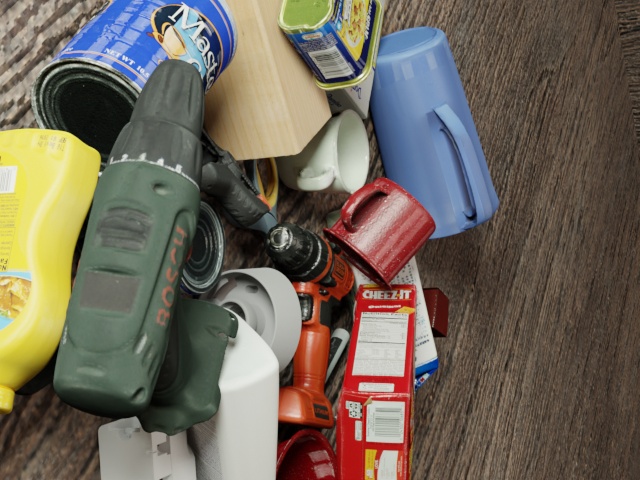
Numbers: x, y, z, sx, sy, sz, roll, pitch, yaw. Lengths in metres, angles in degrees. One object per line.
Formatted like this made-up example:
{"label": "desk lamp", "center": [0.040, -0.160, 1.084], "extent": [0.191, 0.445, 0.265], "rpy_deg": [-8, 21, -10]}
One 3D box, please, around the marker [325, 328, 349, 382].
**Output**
{"label": "marker", "center": [0.004, 0.139, 1.150], "extent": [0.121, 0.020, 0.020], "rpy_deg": [-58, 138, -49]}

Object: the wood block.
{"label": "wood block", "center": [-0.069, -0.184, 0.948], "extent": [0.090, 0.090, 0.206], "rpy_deg": [-54, 134, -52]}

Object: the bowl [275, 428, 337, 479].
{"label": "bowl", "center": [-0.035, 0.260, 1.018], "extent": [0.161, 0.055, 0.162], "rpy_deg": [10, 79, -64]}

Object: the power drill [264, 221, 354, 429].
{"label": "power drill", "center": [-0.018, 0.086, 1.042], "extent": [0.184, 0.057, 0.187], "rpy_deg": [36, 60, -65]}

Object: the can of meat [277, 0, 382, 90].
{"label": "can of meat", "center": [0.009, -0.199, 0.941], "extent": [0.083, 0.058, 0.102], "rpy_deg": [48, 45, -51]}

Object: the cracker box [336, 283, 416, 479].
{"label": "cracker box", "center": [0.060, 0.164, 1.082], "extent": [0.213, 0.072, 0.164], "rpy_deg": [-76, 167, -63]}

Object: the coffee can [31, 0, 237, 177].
{"label": "coffee can", "center": [-0.134, -0.127, 0.792], "extent": [0.140, 0.103, 0.103], "rpy_deg": [-63, 142, -44]}

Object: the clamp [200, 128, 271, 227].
{"label": "clamp", "center": [-0.094, -0.067, 0.913], "extent": [0.120, 0.039, 0.171], "rpy_deg": [65, 6, 24]}

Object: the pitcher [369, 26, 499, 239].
{"label": "pitcher", "center": [0.134, -0.130, 1.308], "extent": [0.144, 0.149, 0.243], "rpy_deg": [-53, 131, -53]}

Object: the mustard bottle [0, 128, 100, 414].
{"label": "mustard bottle", "center": [-0.196, 0.029, 0.658], "extent": [0.058, 0.096, 0.191], "rpy_deg": [38, 54, -57]}

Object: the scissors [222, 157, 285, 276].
{"label": "scissors", "center": [-0.057, 0.001, 1.043], "extent": [0.096, 0.016, 0.202], "rpy_deg": [-41, 129, -51]}

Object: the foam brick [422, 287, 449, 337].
{"label": "foam brick", "center": [0.115, 0.090, 1.317], "extent": [0.053, 0.078, 0.051], "rpy_deg": [39, 52, -57]}

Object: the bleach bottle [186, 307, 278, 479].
{"label": "bleach bottle", "center": [-0.079, 0.184, 0.884], "extent": [0.068, 0.103, 0.251], "rpy_deg": [-20, 129, -29]}

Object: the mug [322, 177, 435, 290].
{"label": "mug", "center": [0.058, -0.016, 1.078], "extent": [0.081, 0.093, 0.117], "rpy_deg": [-48, 139, -7]}
